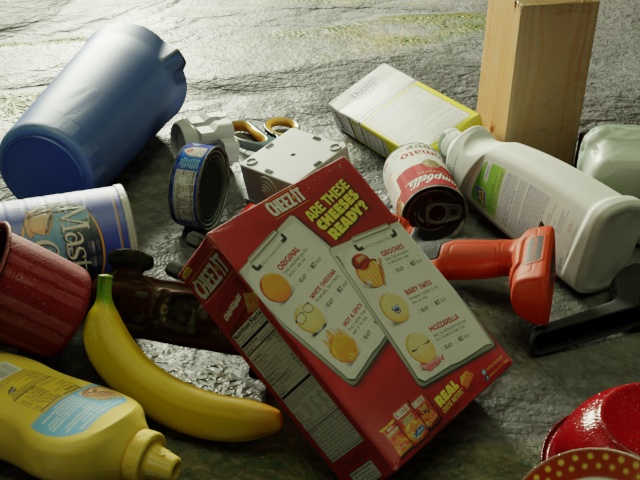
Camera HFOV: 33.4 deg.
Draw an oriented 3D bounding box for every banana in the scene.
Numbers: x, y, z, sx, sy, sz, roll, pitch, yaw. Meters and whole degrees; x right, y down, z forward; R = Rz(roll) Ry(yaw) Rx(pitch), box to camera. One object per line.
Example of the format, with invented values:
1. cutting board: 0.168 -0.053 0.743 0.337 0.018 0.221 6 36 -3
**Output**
1. banana: -0.120 0.107 0.826 0.198 0.070 0.037 35 16 18

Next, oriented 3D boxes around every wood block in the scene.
1. wood block: 0.232 -0.175 1.172 0.090 0.206 0.091 -6 32 -13

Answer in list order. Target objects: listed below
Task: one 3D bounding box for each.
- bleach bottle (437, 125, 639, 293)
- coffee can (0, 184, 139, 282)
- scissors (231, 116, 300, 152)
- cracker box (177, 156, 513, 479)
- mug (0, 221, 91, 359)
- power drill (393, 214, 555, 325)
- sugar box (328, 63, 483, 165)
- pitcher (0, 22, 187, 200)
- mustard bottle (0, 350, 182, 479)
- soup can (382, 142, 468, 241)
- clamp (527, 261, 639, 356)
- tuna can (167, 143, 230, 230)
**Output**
1. bleach bottle: 0.204 -0.053 1.065 0.067 0.103 0.251 -9 35 -32
2. coffee can: -0.238 0.010 0.944 0.140 0.103 0.103 -10 33 -18
3. scissors: -0.028 -0.102 1.222 0.096 0.016 0.202 -25 40 -36
4. cracker box: 0.021 0.061 0.813 0.214 0.072 0.163 50 47 8
5. mug: -0.244 0.051 0.854 0.081 0.117 0.093 30 32 -31
6. power drill: 0.110 0.034 0.947 0.188 0.057 0.184 3 31 17
7. sugar box: 0.098 -0.138 1.235 0.093 0.048 0.176 -37 41 -13
8. pitcher: -0.255 -0.127 1.162 0.145 0.149 0.242 21 37 3
9. mustard bottle: -0.187 0.137 0.781 0.192 0.058 0.096 15 20 21
10. soup can: 0.105 -0.050 1.094 0.068 0.068 0.102 -3 31 -8
11. clamp: 0.285 0.063 0.948 0.165 0.036 0.209 11 32 21
12. tuna can: -0.122 -0.055 1.074 0.034 0.086 0.086 9 32 15
